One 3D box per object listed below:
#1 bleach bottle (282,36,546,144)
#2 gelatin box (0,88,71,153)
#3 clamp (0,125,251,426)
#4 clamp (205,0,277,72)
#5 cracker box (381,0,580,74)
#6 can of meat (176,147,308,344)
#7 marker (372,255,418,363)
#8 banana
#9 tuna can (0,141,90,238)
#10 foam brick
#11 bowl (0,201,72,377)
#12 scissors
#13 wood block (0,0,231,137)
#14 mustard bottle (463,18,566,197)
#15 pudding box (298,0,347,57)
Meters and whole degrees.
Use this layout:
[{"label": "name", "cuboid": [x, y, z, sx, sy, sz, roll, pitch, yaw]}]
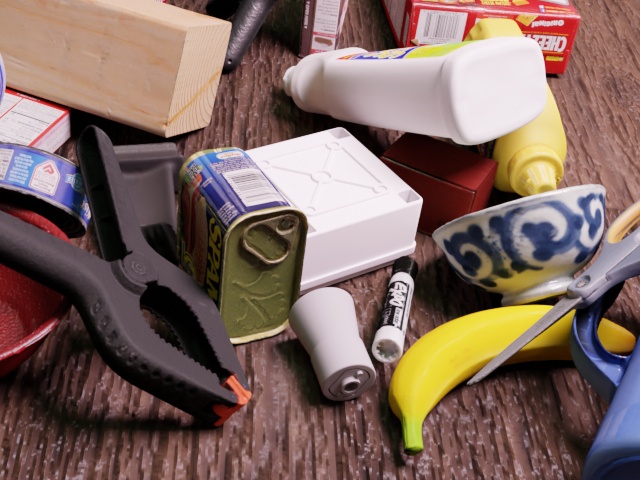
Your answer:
[{"label": "bleach bottle", "cuboid": [0.050, -0.121, 0.840, 0.102, 0.068, 0.251, -21, 20, -35]}, {"label": "gelatin box", "cuboid": [-0.245, -0.080, 0.821, 0.073, 0.030, 0.089, 17, 38, 9]}, {"label": "clamp", "cuboid": [-0.125, 0.025, 0.623, 0.210, 0.036, 0.164, 52, 30, 8]}, {"label": "clamp", "cuboid": [-0.048, -0.230, 0.965, 0.039, 0.172, 0.120, 24, 40, -33]}, {"label": "cracker box", "cuboid": [0.148, -0.249, 1.077, 0.164, 0.072, 0.214, 2, 37, -9]}, {"label": "can of meat", "cuboid": [-0.055, 0.001, 0.694, 0.057, 0.102, 0.084, -12, 40, -25]}, {"label": "marker", "cuboid": [0.051, 0.042, 0.709, 0.020, 0.020, 0.121, 12, 27, 5]}, {"label": "banana", "cuboid": [0.114, 0.076, 0.685, 0.197, 0.037, 0.070, -19, 68, -28]}, {"label": "tuna can", "cuboid": [-0.195, -0.033, 0.720, 0.086, 0.086, 0.033, 12, 71, 5]}, {"label": "foam brick", "cuboid": [0.086, -0.041, 0.812, 0.078, 0.053, 0.051, 23, 40, 17]}, {"label": "bowl", "cuboid": [-0.227, 0.041, 0.647, 0.162, 0.055, 0.162, 5, 38, -4]}, {"label": "scissors", "cuboid": [0.180, 0.026, 0.650, 0.201, 0.016, 0.096, -43, 21, -27]}, {"label": "wood block", "cuboid": [-0.190, -0.159, 0.865, 0.206, 0.090, 0.090, 19, 17, 13]}, {"label": "mustard bottle", "cuboid": [0.155, -0.095, 0.858, 0.058, 0.096, 0.191, 1, 38, -9]}, {"label": "pudding box", "cuboid": [0.008, -0.236, 1.019, 0.039, 0.090, 0.113, 10, 38, 5]}]
